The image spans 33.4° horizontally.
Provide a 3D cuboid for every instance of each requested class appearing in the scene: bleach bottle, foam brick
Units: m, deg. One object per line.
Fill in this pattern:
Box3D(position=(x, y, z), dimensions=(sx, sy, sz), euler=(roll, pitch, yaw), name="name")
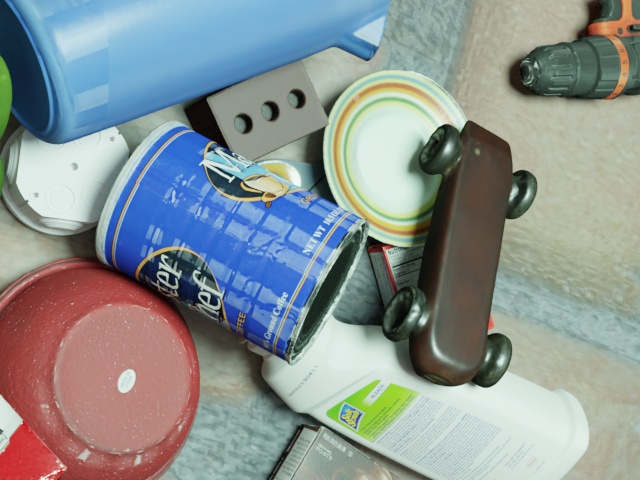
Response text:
Box3D(position=(0.061, 0.106, 0.753), dimensions=(0.250, 0.068, 0.103), euler=(28, 117, -19), name="bleach bottle")
Box3D(position=(-0.044, -0.086, 0.739), dimensions=(0.078, 0.051, 0.053), euler=(-29, 99, -23), name="foam brick")

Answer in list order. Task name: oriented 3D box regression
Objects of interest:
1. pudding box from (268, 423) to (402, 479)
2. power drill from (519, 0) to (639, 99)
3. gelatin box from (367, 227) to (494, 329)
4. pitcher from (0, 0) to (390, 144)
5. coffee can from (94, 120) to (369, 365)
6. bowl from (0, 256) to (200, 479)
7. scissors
Box3D(position=(0.013, 0.195, 0.753), dimensions=(0.113, 0.039, 0.090), euler=(37, 74, -18), name="pudding box")
Box3D(position=(0.231, -0.208, 0.868), dimensions=(0.184, 0.057, 0.187), euler=(-7, 92, -28), name="power drill")
Box3D(position=(0.082, 0.035, 0.800), dimensions=(0.073, 0.030, 0.089), euler=(-18, 94, -23), name="gelatin box")
Box3D(position=(-0.087, -0.159, 0.659), dimensions=(0.242, 0.149, 0.145), euler=(-28, 130, -29), name="pitcher")
Box3D(position=(-0.054, 0.001, 0.671), dimensions=(0.140, 0.103, 0.102), euler=(28, 74, 10), name="coffee can")
Box3D(position=(-0.134, 0.087, 0.668), dimensions=(0.161, 0.055, 0.162), euler=(7, 77, -35), name="bowl")
Box3D(position=(0.006, -0.064, 0.779), dimensions=(0.096, 0.016, 0.201), euler=(37, 73, -18), name="scissors")
